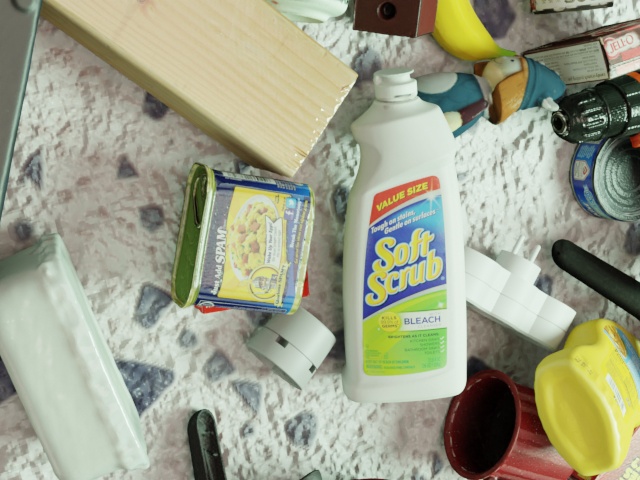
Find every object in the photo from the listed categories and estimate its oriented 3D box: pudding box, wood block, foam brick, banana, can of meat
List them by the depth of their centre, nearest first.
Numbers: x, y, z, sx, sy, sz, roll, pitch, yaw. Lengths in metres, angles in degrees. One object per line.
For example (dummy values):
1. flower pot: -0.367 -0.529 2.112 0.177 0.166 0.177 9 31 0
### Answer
1. wood block: -0.089 -0.140 0.746 0.206 0.090 0.091 35 85 -23
2. can of meat: -0.055 0.001 0.765 0.083 0.057 0.102 8 96 -22
3. foam brick: 0.060 -0.195 0.802 0.053 0.051 0.078 11 108 19
4. banana: 0.099 -0.223 0.842 0.069 0.037 0.198 -28 109 -32
5. pudding box: 0.232 -0.154 0.863 0.090 0.114 0.039 -19 98 -19

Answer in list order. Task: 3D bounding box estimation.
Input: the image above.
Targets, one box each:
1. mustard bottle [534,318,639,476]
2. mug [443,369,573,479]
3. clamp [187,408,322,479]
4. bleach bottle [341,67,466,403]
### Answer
1. mustard bottle: 0.236 0.117 0.892 0.191 0.058 0.096 -24 88 -60
2. mug: 0.163 0.174 0.892 0.081 0.093 0.117 21 62 -28
3. clamp: -0.076 0.217 0.817 0.039 0.120 0.171 5 115 -55
4. bleach bottle: 0.056 -0.003 0.809 0.102 0.068 0.251 -4 109 5
